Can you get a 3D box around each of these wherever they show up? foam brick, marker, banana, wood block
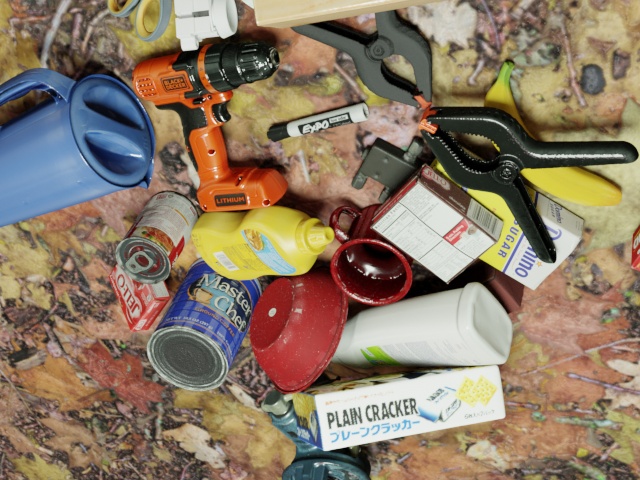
[{"bbox_3d":[0.189,0.060,1.229,0.051,0.053,0.078,44,128,-16],"label":"foam brick"},{"bbox_3d":[-0.005,-0.129,1.173,0.121,0.020,0.020,-11,121,25],"label":"marker"},{"bbox_3d":[0.229,-0.093,1.109,0.070,0.037,0.197,-32,111,37],"label":"banana"},{"bbox_3d":[0.045,-0.258,0.984,0.206,0.090,0.090,-6,99,15],"label":"wood block"}]

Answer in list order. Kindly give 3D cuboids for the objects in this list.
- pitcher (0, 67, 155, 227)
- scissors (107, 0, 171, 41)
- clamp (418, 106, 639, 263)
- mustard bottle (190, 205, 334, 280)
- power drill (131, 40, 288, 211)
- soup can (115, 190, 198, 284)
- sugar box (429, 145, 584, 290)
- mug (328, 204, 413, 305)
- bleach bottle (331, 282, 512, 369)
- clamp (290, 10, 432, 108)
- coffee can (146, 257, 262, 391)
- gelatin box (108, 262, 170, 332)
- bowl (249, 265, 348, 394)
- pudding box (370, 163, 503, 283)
[{"bbox_3d":[-0.326,-0.100,1.235,0.243,0.144,0.149,-17,87,32],"label":"pitcher"},{"bbox_3d":[-0.151,-0.282,1.084,0.202,0.016,0.096,-36,74,36],"label":"scissors"},{"bbox_3d":[0.193,-0.068,1.091,0.210,0.036,0.165,23,127,2],"label":"clamp"},{"bbox_3d":[-0.058,0.001,1.226,0.192,0.058,0.096,-6,134,45],"label":"mustard bottle"},{"bbox_3d":[-0.101,-0.126,1.171,0.185,0.057,0.187,-3,120,33],"label":"power drill"},{"bbox_3d":[-0.193,-0.005,1.275,0.068,0.102,0.068,9,128,12],"label":"soup can"},{"bbox_3d":[0.189,-0.026,1.168,0.176,0.048,0.093,31,130,-4],"label":"sugar box"},{"bbox_3d":[0.057,0.006,1.213,0.117,0.081,0.093,39,128,-12],"label":"mug"},{"bbox_3d":[0.088,0.107,1.229,0.251,0.068,0.102,-9,141,37],"label":"bleach bottle"},{"bbox_3d":[0.049,-0.199,1.088,0.120,0.039,0.171,-22,113,28],"label":"clamp"},{"bbox_3d":[-0.140,0.100,1.312,0.103,0.140,0.103,9,128,12],"label":"coffee can"},{"bbox_3d":[-0.230,0.060,1.351,0.073,0.030,0.089,-49,57,39],"label":"gelatin box"},{"bbox_3d":[-0.036,0.095,1.255,0.055,0.162,0.162,25,133,-28],"label":"bowl"},{"bbox_3d":[0.124,-0.017,1.142,0.113,0.039,0.090,37,132,-10],"label":"pudding box"}]
